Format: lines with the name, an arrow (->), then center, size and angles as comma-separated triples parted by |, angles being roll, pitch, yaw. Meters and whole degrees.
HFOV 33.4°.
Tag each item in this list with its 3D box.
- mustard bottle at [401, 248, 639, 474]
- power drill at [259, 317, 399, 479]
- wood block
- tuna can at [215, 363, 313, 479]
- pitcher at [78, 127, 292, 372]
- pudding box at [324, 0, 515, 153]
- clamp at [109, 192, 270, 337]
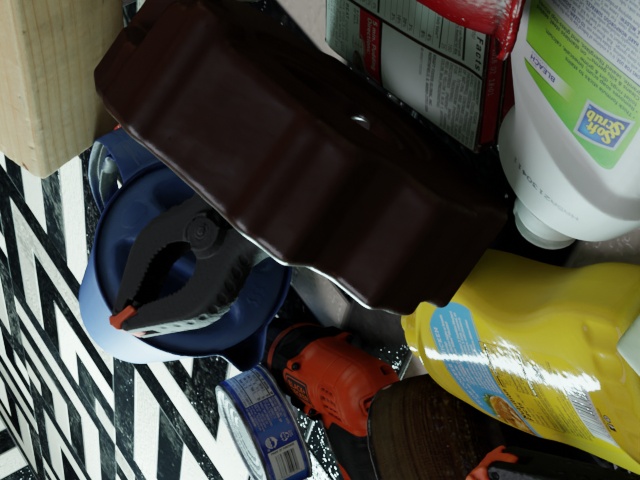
mustard bottle -> 0.096, 0.049, 0.489 | 0.096, 0.058, 0.192 | 56, 158, -21
power drill -> 0.015, 0.146, 0.742 | 0.185, 0.057, 0.187 | 18, 132, 65
wood block -> -0.189, -0.152, 0.687 | 0.091, 0.090, 0.206 | 33, 145, 19
tuna can -> -0.039, 0.130, 0.730 | 0.086, 0.033, 0.086 | 56, 161, 31
pitcher -> -0.121, 0.021, 0.803 | 0.243, 0.145, 0.149 | 150, 133, -69
pudding box -> 0.047, -0.104, 0.461 | 0.114, 0.039, 0.090 | 41, 145, 36
clamp -> -0.054, 0.001, 0.645 | 0.120, 0.171, 0.039 | 39, -175, 35
